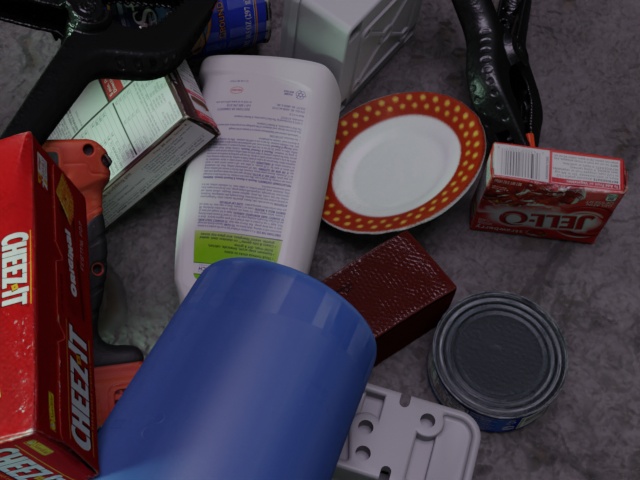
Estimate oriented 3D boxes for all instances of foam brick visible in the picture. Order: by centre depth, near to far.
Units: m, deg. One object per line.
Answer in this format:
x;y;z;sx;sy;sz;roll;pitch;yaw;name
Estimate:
0.038;0.041;0.682;0.078;0.051;0.053;-30;67;-18;foam brick

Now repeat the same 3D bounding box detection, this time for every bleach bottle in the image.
-0.055;0.001;0.692;0.103;0.068;0.250;5;65;15;bleach bottle

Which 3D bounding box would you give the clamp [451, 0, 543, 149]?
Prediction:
0.133;-0.134;0.774;0.120;0.039;0.171;2;74;-48;clamp

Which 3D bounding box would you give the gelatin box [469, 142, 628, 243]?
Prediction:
0.151;-0.030;0.714;0.089;0.073;0.030;8;63;0;gelatin box

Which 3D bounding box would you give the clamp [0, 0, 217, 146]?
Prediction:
-0.144;-0.120;0.643;0.209;0.036;0.164;-16;66;-33;clamp

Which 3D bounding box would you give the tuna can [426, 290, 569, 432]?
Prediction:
0.111;0.077;0.677;0.086;0.034;0.086;1;62;-3;tuna can

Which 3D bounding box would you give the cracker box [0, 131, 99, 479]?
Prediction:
-0.220;0.058;0.522;0.214;0.072;0.164;-16;57;9;cracker box

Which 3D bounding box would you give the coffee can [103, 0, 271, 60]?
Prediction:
-0.116;-0.175;0.759;0.140;0.103;0.103;-15;64;-12;coffee can

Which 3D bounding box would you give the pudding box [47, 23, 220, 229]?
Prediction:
-0.131;-0.075;0.709;0.114;0.039;0.090;-38;61;20;pudding box

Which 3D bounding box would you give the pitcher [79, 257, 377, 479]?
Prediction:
-0.072;0.131;0.540;0.149;0.145;0.242;26;61;1;pitcher
